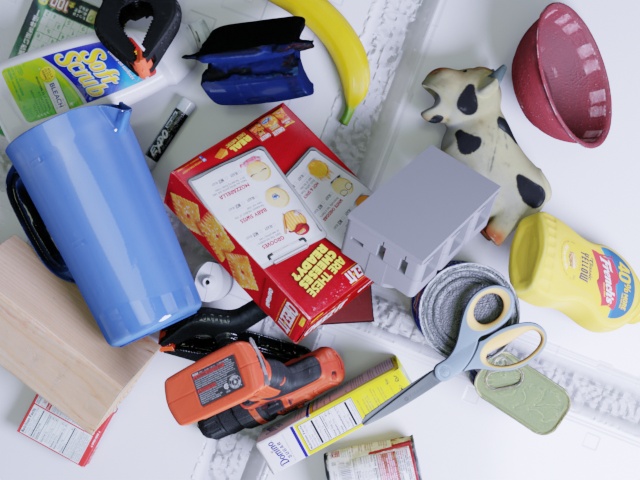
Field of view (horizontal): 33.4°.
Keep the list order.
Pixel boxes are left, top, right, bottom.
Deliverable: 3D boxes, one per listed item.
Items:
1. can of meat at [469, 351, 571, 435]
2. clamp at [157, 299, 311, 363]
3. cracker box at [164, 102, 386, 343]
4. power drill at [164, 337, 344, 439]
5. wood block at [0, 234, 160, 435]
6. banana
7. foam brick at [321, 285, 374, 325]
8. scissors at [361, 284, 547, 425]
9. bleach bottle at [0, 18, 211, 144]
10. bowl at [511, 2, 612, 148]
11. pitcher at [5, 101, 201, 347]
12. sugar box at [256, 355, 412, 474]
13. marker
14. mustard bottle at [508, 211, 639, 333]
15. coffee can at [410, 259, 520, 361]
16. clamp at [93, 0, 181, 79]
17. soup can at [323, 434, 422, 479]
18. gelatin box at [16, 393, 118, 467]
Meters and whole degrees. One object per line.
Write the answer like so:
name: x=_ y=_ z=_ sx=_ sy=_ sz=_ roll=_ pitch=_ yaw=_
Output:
can of meat: x=0.214 y=0.161 z=1.165 sx=0.102 sy=0.084 sz=0.057 roll=33 pitch=91 yaw=1
clamp: x=-0.093 y=0.109 z=1.186 sx=0.172 sy=0.039 sz=0.120 roll=-12 pitch=126 yaw=17
cracker box: x=-0.034 y=-0.022 z=1.130 sx=0.164 sy=0.072 sz=0.214 roll=-36 pitch=75 yaw=-30
power drill: x=-0.084 y=0.159 z=1.116 sx=0.185 sy=0.187 sz=0.057 roll=-30 pitch=72 yaw=16
wood block: x=-0.293 y=0.102 z=1.165 sx=0.206 sy=0.090 sz=0.090 roll=37 pitch=123 yaw=1
banana: x=0.001 y=-0.229 z=1.195 sx=0.069 sy=0.037 sz=0.198 roll=-33 pitch=89 yaw=1
foam brick: x=0.020 y=0.067 z=1.187 sx=0.078 sy=0.053 sz=0.051 roll=-4 pitch=90 yaw=2
scissors: x=0.124 y=0.109 z=1.060 sx=0.202 sy=0.016 sz=0.096 roll=-18 pitch=88 yaw=2
bleach bottle: x=-0.242 y=-0.192 z=1.180 sx=0.250 sy=0.068 sz=0.102 roll=-25 pitch=90 yaw=-9
bowl: x=0.253 y=-0.171 z=1.151 sx=0.055 sy=0.161 sz=0.162 roll=-15 pitch=89 yaw=39
pitcher: x=-0.229 y=-0.012 z=1.126 sx=0.144 sy=0.149 sz=0.243 roll=-24 pitch=90 yaw=-18
sugar box: x=0.018 y=0.190 z=1.167 sx=0.176 sy=0.093 sz=0.048 roll=-31 pitch=89 yaw=2
marker: x=-0.182 y=-0.108 z=1.210 sx=0.020 sy=0.020 sz=0.121 roll=34 pitch=91 yaw=1
mustard bottle: x=0.290 y=0.047 z=1.151 sx=0.191 sy=0.058 sz=0.096 roll=25 pitch=60 yaw=-27
coffee can: x=0.151 y=0.073 z=1.139 sx=0.103 sy=0.140 sz=0.103 roll=0 pitch=90 yaw=2
clamp: x=-0.211 y=-0.264 z=1.163 sx=0.164 sy=0.036 sz=0.210 roll=-6 pitch=59 yaw=5
soup can: x=0.059 y=0.258 z=1.178 sx=0.102 sy=0.068 sz=0.068 roll=-12 pitch=90 yaw=2
gelatin box: x=-0.286 y=0.202 z=1.208 sx=0.089 sy=0.030 sz=0.073 roll=28 pitch=92 yaw=2
